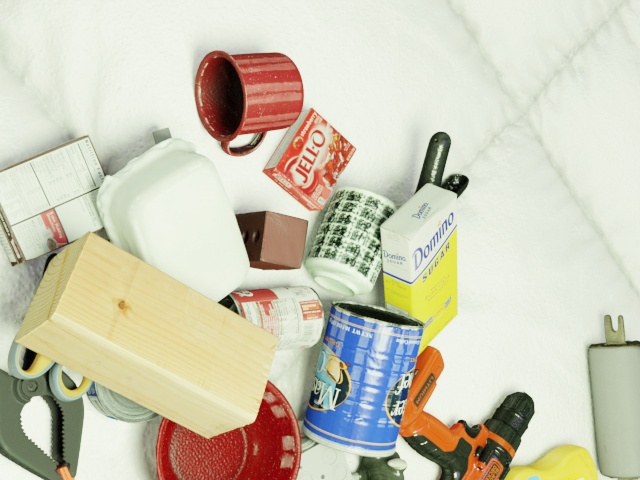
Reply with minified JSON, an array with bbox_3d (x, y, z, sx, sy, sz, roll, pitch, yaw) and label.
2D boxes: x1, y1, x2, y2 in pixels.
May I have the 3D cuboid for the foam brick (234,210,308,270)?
[{"bbox_3d":[-0.057,0.001,1.102,0.051,0.078,0.053,14,79,-33],"label":"foam brick"}]

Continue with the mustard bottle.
[{"bbox_3d":[0.254,0.318,1.292,0.191,0.058,0.096,-12,98,-33],"label":"mustard bottle"}]

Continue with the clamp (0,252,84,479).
[{"bbox_3d":[-0.267,0.124,0.982,0.164,0.036,0.210,-35,107,-35],"label":"clamp"}]

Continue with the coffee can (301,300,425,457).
[{"bbox_3d":[0.045,0.144,1.124,0.102,0.103,0.140,10,96,-32],"label":"coffee can"}]

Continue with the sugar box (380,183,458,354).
[{"bbox_3d":[0.112,0.035,1.176,0.093,0.048,0.176,-42,143,-35],"label":"sugar box"}]

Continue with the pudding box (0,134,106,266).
[{"bbox_3d":[-0.253,-0.038,1.002,0.113,0.039,0.090,-28,101,-33],"label":"pudding box"}]

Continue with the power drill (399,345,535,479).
[{"bbox_3d":[0.158,0.209,1.238,0.187,0.057,0.184,47,64,-21],"label":"power drill"}]

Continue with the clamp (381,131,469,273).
[{"bbox_3d":[0.118,-0.038,1.219,0.171,0.039,0.120,-60,145,-22],"label":"clamp"}]

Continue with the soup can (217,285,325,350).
[{"bbox_3d":[-0.055,0.083,1.104,0.102,0.069,0.068,-4,88,-34],"label":"soup can"}]

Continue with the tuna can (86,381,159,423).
[{"bbox_3d":[-0.184,0.133,1.036,0.085,0.034,0.086,3,85,-33],"label":"tuna can"}]

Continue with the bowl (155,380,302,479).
[{"bbox_3d":[-0.101,0.210,1.068,0.161,0.055,0.162,5,80,-32],"label":"bowl"}]

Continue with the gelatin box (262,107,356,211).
[{"bbox_3d":[-0.011,-0.088,1.167,0.073,0.030,0.089,40,66,-24],"label":"gelatin box"}]

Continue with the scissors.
[{"bbox_3d":[-0.214,0.068,1.007,0.201,0.016,0.096,-51,121,-40],"label":"scissors"}]

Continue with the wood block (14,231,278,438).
[{"bbox_3d":[-0.152,0.089,0.963,0.206,0.090,0.090,32,55,-23],"label":"wood block"}]

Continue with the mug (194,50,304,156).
[{"bbox_3d":[-0.073,-0.141,1.104,0.081,0.093,0.117,-12,124,-38],"label":"mug"}]
